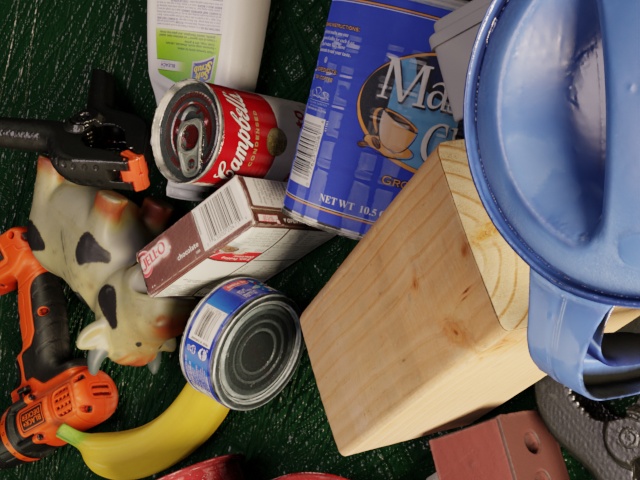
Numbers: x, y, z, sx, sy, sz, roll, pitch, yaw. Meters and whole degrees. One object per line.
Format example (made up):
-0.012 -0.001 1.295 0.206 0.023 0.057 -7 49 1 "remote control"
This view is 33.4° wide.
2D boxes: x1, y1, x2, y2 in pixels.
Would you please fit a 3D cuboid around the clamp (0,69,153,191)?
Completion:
-0.191 -0.079 0.825 0.172 0.120 0.039 42 155 49 "clamp"

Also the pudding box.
-0.055 0.001 0.720 0.114 0.089 0.039 -32 68 36 "pudding box"

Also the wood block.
0.069 0.034 0.547 0.206 0.090 0.090 125 132 -59 "wood block"

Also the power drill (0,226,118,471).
-0.257 0.095 0.925 0.185 0.057 0.188 -29 71 34 "power drill"

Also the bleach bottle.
-0.088 -0.156 0.777 0.103 0.068 0.251 12 97 31 "bleach bottle"

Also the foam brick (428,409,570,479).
0.103 0.139 0.590 0.051 0.052 0.078 -27 70 38 "foam brick"

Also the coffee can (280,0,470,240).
0.042 -0.074 0.627 0.103 0.102 0.140 22 102 41 "coffee can"

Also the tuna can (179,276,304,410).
-0.050 0.070 0.714 0.034 0.085 0.086 23 103 40 "tuna can"

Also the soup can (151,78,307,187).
-0.052 -0.067 0.714 0.069 0.102 0.068 -4 84 42 "soup can"

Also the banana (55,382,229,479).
-0.117 0.133 0.790 0.198 0.037 0.069 -32 108 28 "banana"
